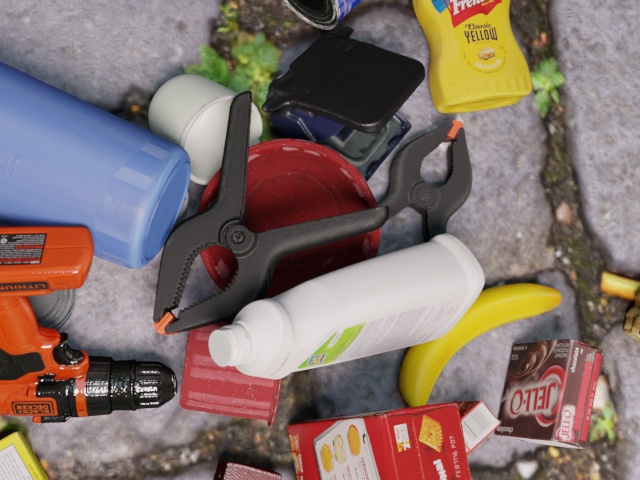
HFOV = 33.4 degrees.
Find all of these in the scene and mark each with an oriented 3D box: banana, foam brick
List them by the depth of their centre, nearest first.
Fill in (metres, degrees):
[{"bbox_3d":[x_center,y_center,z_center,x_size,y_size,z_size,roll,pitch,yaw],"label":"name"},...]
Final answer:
[{"bbox_3d":[-0.070,0.232,0.921,0.051,0.053,0.078,17,77,-9],"label":"foam brick"},{"bbox_3d":[0.138,0.091,0.997,0.197,0.037,0.069,-40,97,-15],"label":"banana"}]

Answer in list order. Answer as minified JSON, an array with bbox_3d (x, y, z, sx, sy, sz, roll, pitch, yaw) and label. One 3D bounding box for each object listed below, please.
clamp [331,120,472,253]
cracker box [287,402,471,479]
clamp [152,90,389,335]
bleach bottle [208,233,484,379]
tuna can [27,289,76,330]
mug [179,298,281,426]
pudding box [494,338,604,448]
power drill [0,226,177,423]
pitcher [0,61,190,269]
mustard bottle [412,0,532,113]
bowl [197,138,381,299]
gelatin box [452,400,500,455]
[{"bbox_3d":[0.084,-0.038,1.007,0.120,0.039,0.171,19,78,-12],"label":"clamp"},{"bbox_3d":[0.051,0.220,0.864,0.072,0.214,0.164,-7,81,-23],"label":"cracker box"},{"bbox_3d":[-0.056,0.001,0.883,0.164,0.036,0.210,33,84,7],"label":"clamp"},{"bbox_3d":[0.020,0.059,0.873,0.250,0.103,0.068,-10,53,-42],"label":"bleach bottle"},{"bbox_3d":[-0.254,0.044,0.923,0.086,0.034,0.086,2,80,-12],"label":"tuna can"},{"bbox_3d":[-0.075,0.099,0.918,0.081,0.093,0.117,8,112,-6],"label":"mug"},{"bbox_3d":[0.205,0.138,0.963,0.039,0.114,0.090,18,77,-12],"label":"pudding box"},{"bbox_3d":[-0.211,0.074,0.856,0.184,0.188,0.057,-2,41,-5],"label":"power drill"},{"bbox_3d":[-0.239,-0.058,0.875,0.243,0.149,0.145,23,54,4],"label":"pitcher"},{"bbox_3d":[0.140,-0.224,1.038,0.096,0.058,0.191,-9,82,-15],"label":"mustard bottle"},{"bbox_3d":[-0.028,-0.014,0.953,0.162,0.055,0.162,0,102,0],"label":"bowl"},{"bbox_3d":[0.109,0.181,0.956,0.089,0.073,0.030,-39,90,-15],"label":"gelatin box"}]
